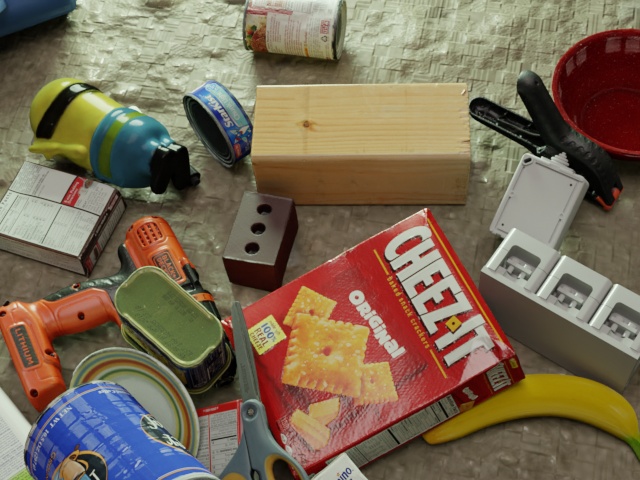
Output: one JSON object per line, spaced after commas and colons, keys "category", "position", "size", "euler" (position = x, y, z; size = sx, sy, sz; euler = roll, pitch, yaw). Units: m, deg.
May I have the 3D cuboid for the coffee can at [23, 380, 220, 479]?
{"category": "coffee can", "position": [-0.152, 0.188, 0.832], "size": [0.102, 0.103, 0.140], "euler": [-41, 49, -18]}

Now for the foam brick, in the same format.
{"category": "foam brick", "position": [-0.057, 0.001, 1.025], "size": [0.053, 0.051, 0.078], "euler": [9, 61, 10]}

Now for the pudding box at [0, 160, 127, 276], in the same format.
{"category": "pudding box", "position": [-0.264, -0.023, 1.064], "size": [0.113, 0.039, 0.090], "euler": [15, 62, 15]}

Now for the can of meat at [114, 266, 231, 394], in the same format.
{"category": "can of meat", "position": [-0.127, 0.076, 0.913], "size": [0.102, 0.084, 0.057], "euler": [39, 72, 12]}

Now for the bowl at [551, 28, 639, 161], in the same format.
{"category": "bowl", "position": [0.311, -0.135, 1.073], "size": [0.162, 0.055, 0.162], "euler": [-2, 59, 3]}

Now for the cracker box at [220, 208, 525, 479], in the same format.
{"category": "cracker box", "position": [0.042, 0.094, 0.928], "size": [0.214, 0.072, 0.164], "euler": [-29, 60, 3]}

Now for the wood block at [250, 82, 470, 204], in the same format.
{"category": "wood block", "position": [0.041, -0.094, 1.052], "size": [0.206, 0.090, 0.091], "euler": [0, 61, 4]}

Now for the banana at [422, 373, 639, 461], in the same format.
{"category": "banana", "position": [0.188, 0.149, 0.928], "size": [0.198, 0.037, 0.069], "euler": [3, 60, 6]}

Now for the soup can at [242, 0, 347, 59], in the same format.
{"category": "soup can", "position": [-0.027, -0.233, 1.151], "size": [0.102, 0.068, 0.068], "euler": [8, 61, 8]}

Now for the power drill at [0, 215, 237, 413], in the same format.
{"category": "power drill", "position": [-0.188, 0.085, 0.985], "size": [0.187, 0.057, 0.184], "euler": [-25, 64, -12]}

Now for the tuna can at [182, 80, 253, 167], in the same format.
{"category": "tuna can", "position": [-0.101, -0.118, 1.079], "size": [0.033, 0.086, 0.086], "euler": [-36, 63, -18]}

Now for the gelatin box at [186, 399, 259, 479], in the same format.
{"category": "gelatin box", "position": [-0.080, 0.183, 0.900], "size": [0.073, 0.030, 0.089], "euler": [-20, 67, 44]}

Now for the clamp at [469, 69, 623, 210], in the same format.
{"category": "clamp", "position": [0.225, -0.096, 1.017], "size": [0.171, 0.120, 0.039], "euler": [36, 80, -1]}

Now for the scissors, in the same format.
{"category": "scissors", "position": [-0.068, 0.155, 0.862], "size": [0.096, 0.016, 0.202], "euler": [-32, 64, 8]}
